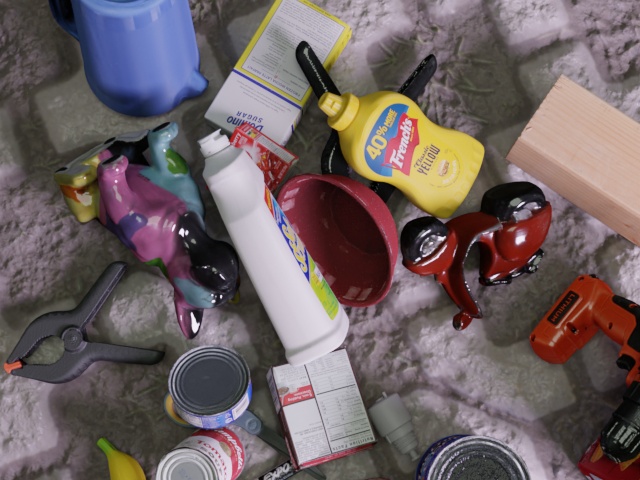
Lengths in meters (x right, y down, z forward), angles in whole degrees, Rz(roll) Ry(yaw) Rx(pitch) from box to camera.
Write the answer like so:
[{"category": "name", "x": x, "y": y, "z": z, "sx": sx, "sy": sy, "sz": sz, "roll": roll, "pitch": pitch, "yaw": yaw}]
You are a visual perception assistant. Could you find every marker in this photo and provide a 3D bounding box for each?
[{"category": "marker", "x": -0.047, "y": 0.253, "z": 1.147, "sx": 0.121, "sy": 0.020, "sz": 0.020, "roll": -29, "pitch": 81, "yaw": -4}]

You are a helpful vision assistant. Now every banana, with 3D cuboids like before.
[{"category": "banana", "x": -0.222, "y": 0.313, "z": 1.134, "sx": 0.070, "sy": 0.037, "sz": 0.198, "roll": 4, "pitch": 76, "yaw": 29}]

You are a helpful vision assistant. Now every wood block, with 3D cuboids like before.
[{"category": "wood block", "x": 0.317, "y": -0.079, "z": 1.163, "sx": 0.206, "sy": 0.090, "sz": 0.091, "roll": 35, "pitch": 81, "yaw": 6}]

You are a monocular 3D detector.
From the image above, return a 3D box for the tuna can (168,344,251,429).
[{"category": "tuna can", "x": -0.115, "y": 0.154, "z": 1.121, "sx": 0.086, "sy": 0.034, "sz": 0.086, "roll": -1, "pitch": 52, "yaw": 2}]

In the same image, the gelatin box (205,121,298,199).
[{"category": "gelatin box", "x": -0.077, "y": -0.074, "z": 1.174, "sx": 0.073, "sy": 0.030, "sz": 0.089, "roll": 35, "pitch": 122, "yaw": 5}]

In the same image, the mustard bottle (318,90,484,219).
[{"category": "mustard bottle", "x": 0.079, "y": -0.105, "z": 1.146, "sx": 0.191, "sy": 0.058, "sz": 0.096, "roll": 28, "pitch": 91, "yaw": -22}]

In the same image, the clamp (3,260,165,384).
[{"category": "clamp", "x": -0.257, "y": 0.114, "z": 1.164, "sx": 0.171, "sy": 0.039, "sz": 0.120, "roll": -33, "pitch": 77, "yaw": 1}]

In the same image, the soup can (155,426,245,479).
[{"category": "soup can", "x": -0.122, "y": 0.232, "z": 1.095, "sx": 0.068, "sy": 0.102, "sz": 0.068, "roll": 1, "pitch": 93, "yaw": 11}]

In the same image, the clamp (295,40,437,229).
[{"category": "clamp", "x": 0.039, "y": -0.120, "z": 1.184, "sx": 0.164, "sy": 0.036, "sz": 0.210, "roll": 10, "pitch": 88, "yaw": -15}]

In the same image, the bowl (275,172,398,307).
[{"category": "bowl", "x": 0.028, "y": -0.010, "z": 1.142, "sx": 0.162, "sy": 0.162, "sz": 0.055, "roll": 48, "pitch": 53, "yaw": 8}]

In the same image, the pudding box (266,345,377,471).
[{"category": "pudding box", "x": 0.001, "y": 0.178, "z": 1.134, "sx": 0.090, "sy": 0.039, "sz": 0.113, "roll": -13, "pitch": 71, "yaw": -13}]

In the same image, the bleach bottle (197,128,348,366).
[{"category": "bleach bottle", "x": -0.057, "y": 0.001, "z": 1.115, "sx": 0.068, "sy": 0.102, "sz": 0.251, "roll": -27, "pitch": 99, "yaw": 13}]

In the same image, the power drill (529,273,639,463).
[{"category": "power drill", "x": 0.302, "y": 0.121, "z": 1.087, "sx": 0.184, "sy": 0.188, "sz": 0.057, "roll": -48, "pitch": 124, "yaw": -8}]

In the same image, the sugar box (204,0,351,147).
[{"category": "sugar box", "x": -0.047, "y": -0.186, "z": 1.209, "sx": 0.093, "sy": 0.048, "sz": 0.176, "roll": 31, "pitch": 86, "yaw": 5}]

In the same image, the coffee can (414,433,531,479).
[{"category": "coffee can", "x": 0.152, "y": 0.249, "z": 1.084, "sx": 0.103, "sy": 0.140, "sz": 0.103, "roll": 0, "pitch": 80, "yaw": 1}]

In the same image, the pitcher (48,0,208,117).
[{"category": "pitcher", "x": -0.205, "y": -0.236, "z": 1.118, "sx": 0.149, "sy": 0.243, "sz": 0.145, "roll": -16, "pitch": 77, "yaw": -8}]

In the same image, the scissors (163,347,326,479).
[{"category": "scissors", "x": -0.092, "y": 0.206, "z": 1.149, "sx": 0.096, "sy": 0.016, "sz": 0.202, "roll": -39, "pitch": 76, "yaw": -1}]
